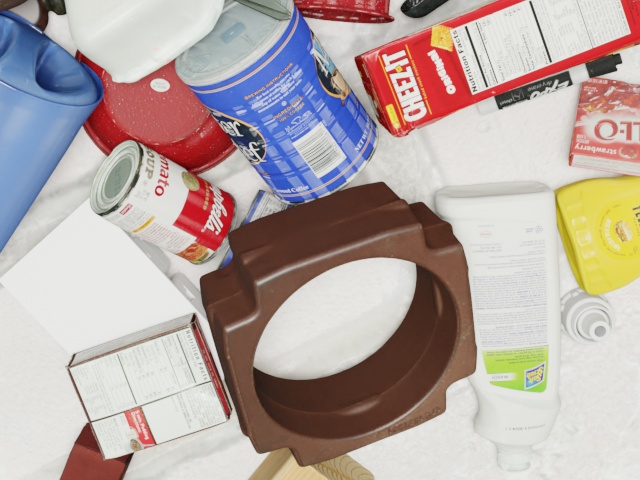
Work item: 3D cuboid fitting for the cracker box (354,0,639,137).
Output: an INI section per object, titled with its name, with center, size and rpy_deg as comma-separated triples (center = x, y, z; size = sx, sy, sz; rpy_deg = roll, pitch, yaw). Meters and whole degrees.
[cracker box]
center = 0.138, -0.150, 0.820
size = 0.214, 0.164, 0.072
rpy_deg = -21, 98, 4

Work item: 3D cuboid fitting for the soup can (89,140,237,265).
[soup can]
center = -0.128, -0.030, 0.871
size = 0.102, 0.069, 0.068
rpy_deg = 30, 101, -36

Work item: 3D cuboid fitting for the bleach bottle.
[bleach bottle]
center = 0.155, 0.079, 0.917
size = 0.102, 0.068, 0.251
rpy_deg = -3, 104, 3

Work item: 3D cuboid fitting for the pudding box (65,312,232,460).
[pudding box]
center = -0.139, 0.120, 0.874
size = 0.113, 0.039, 0.090
rpy_deg = -19, 100, 2

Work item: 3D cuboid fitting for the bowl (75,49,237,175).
[bowl]
center = -0.130, -0.127, 0.879
size = 0.162, 0.055, 0.162
rpy_deg = 0, 101, -1

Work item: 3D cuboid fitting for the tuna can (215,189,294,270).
[tuna can]
center = -0.056, 0.001, 0.889
size = 0.033, 0.086, 0.086
rpy_deg = 28, 100, -4

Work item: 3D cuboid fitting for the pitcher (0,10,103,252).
[pitcher]
center = -0.287, -0.053, 0.832
size = 0.149, 0.145, 0.243
rpy_deg = 17, 118, -37

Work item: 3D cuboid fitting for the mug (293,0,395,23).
[mug]
center = 0.007, -0.220, 0.852
size = 0.117, 0.093, 0.081
rpy_deg = 10, 98, 35

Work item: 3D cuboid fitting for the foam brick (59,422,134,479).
[foam brick]
center = -0.203, 0.212, 0.947
size = 0.051, 0.053, 0.078
rpy_deg = 22, 99, -5

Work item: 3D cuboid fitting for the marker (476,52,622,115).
[marker]
center = 0.188, -0.131, 0.881
size = 0.121, 0.020, 0.020
rpy_deg = -17, 101, 19

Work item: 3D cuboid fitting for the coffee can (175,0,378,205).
[coffee can]
center = -0.032, -0.111, 0.832
size = 0.103, 0.103, 0.140
rpy_deg = -34, 126, 6
